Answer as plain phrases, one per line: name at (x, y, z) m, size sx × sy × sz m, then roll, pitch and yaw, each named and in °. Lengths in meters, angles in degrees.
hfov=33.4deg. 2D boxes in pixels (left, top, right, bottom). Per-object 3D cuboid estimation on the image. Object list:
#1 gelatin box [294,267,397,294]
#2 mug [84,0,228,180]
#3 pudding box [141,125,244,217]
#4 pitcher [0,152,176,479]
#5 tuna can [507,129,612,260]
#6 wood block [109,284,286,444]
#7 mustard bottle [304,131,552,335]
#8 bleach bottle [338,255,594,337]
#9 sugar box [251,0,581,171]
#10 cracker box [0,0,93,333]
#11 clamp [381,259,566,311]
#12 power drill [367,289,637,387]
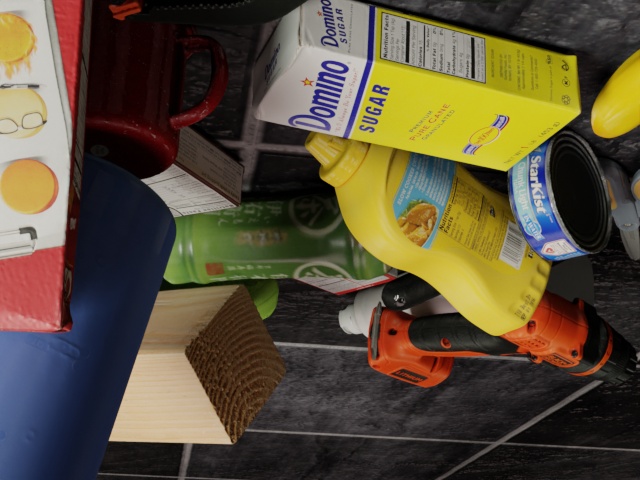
gelatin box at (0.012, 0.016, 0.930) m, size 0.089 × 0.030 × 0.073 m, roll 23°, pitch 150°, yaw -40°
mug at (-0.108, -0.086, 0.608) m, size 0.117 × 0.081 × 0.093 m, roll -4°, pitch 158°, yaw 13°
pudding box at (-0.120, -0.052, 0.756) m, size 0.090 × 0.039 × 0.113 m, roll -10°, pitch 157°, yaw 26°
pitcher at (-0.171, 0.069, 0.548) m, size 0.145 × 0.242 × 0.149 m, roll 11°, pitch 153°, yaw 13°
tuna can at (0.164, -0.030, 0.729) m, size 0.034 × 0.086 × 0.086 m, roll -16°, pitch 153°, yaw 39°
wood block at (-0.144, 0.101, 0.863) m, size 0.206 × 0.090 × 0.091 m, roll -6°, pitch 120°, yaw 36°
mustard bottle at (0.071, -0.020, 0.730) m, size 0.191 × 0.096 × 0.058 m, roll 33°, pitch 147°, yaw -18°
bleach bottle at (0.115, 0.052, 0.972) m, size 0.251 × 0.068 × 0.102 m, roll -15°, pitch 152°, yaw 40°
sugar box at (0.055, -0.091, 0.636) m, size 0.176 × 0.048 × 0.093 m, roll 7°, pitch 158°, yaw -18°
cracker box at (-0.188, -0.068, 0.479) m, size 0.164 × 0.214 × 0.072 m, roll 3°, pitch 173°, yaw -7°
clamp at (0.127, 0.013, 0.831) m, size 0.172 × 0.120 × 0.039 m, roll -12°, pitch 116°, yaw 24°
power drill at (0.148, 0.086, 0.888) m, size 0.188 × 0.057 × 0.184 m, roll -12°, pitch 152°, yaw 39°
